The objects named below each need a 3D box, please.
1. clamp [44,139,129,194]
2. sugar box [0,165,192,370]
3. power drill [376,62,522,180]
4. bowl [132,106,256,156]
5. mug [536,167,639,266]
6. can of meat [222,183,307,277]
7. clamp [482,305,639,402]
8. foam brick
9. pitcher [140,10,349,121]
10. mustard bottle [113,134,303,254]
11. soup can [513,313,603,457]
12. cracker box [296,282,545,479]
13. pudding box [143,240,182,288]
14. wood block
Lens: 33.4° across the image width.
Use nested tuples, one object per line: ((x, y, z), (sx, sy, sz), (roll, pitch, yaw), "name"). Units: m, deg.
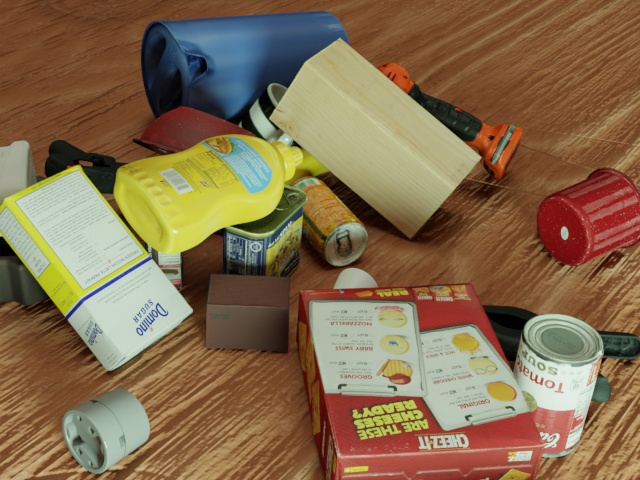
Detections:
((-0.244, -0.076, 1.135), (0.164, 0.036, 0.210), (14, 9, 9), "clamp")
((-0.206, 0.023, 0.966), (0.176, 0.048, 0.093), (54, 45, 1), "sugar box")
((0.144, -0.139, 1.275), (0.188, 0.057, 0.184), (27, -1, 8), "power drill")
((-0.122, -0.105, 1.172), (0.162, 0.055, 0.162), (21, -1, 0), "bowl")
((0.281, -0.022, 1.152), (0.081, 0.093, 0.117), (-22, 10, -27), "mug")
((-0.057, 0.001, 1.064), (0.057, 0.084, 0.102), (18, 35, 20), "can of meat")
((0.204, 0.099, 0.981), (0.172, 0.039, 0.120), (11, 17, 20), "clamp")
((-0.067, 0.066, 0.991), (0.078, 0.053, 0.051), (4, 33, -2), "foam brick")
((-0.093, -0.214, 1.313), (0.242, 0.145, 0.149), (-14, 48, -29), "pitcher")
((-0.092, -0.055, 1.011), (0.191, 0.058, 0.096), (-24, 56, -37), "mustard bottle")
((0.193, 0.121, 0.892), (0.068, 0.102, 0.068), (3, 33, -2), "soup can")
((0.073, 0.125, 0.901), (0.164, 0.072, 0.214), (-2, 34, -9), "cracker box")
((-0.158, -0.019, 1.078), (0.039, 0.090, 0.113), (-2, 34, -5), "pudding box")
((0.060, -0.113, 1.174), (0.206, 0.091, 0.090), (41, 40, 4), "wood block")
